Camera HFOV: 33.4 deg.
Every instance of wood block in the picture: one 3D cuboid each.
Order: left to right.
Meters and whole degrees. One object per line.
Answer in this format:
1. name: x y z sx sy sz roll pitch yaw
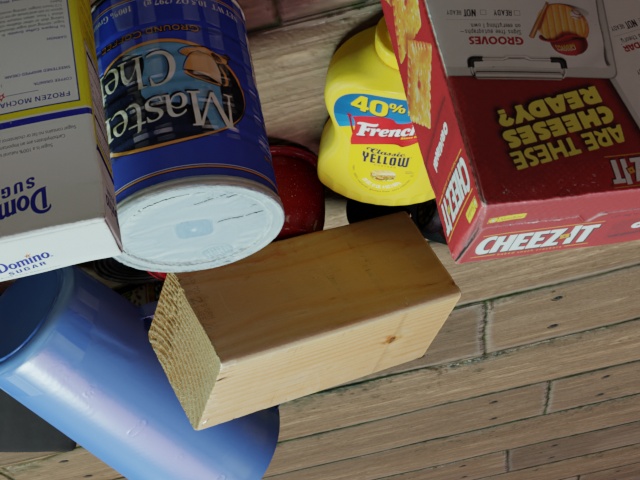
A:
1. wood block: -0.012 0.056 0.800 0.205 0.090 0.091 -13 146 -31

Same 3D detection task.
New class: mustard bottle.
1. mustard bottle: 0.050 -0.093 0.718 0.096 0.058 0.192 9 152 1

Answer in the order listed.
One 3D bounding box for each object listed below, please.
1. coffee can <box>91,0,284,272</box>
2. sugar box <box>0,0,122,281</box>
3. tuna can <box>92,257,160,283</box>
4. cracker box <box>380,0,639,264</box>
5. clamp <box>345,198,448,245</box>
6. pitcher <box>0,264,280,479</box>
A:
1. coffee can: -0.083 -0.066 0.623 0.102 0.140 0.103 -10 155 -5
2. sugar box: -0.159 -0.067 0.547 0.093 0.176 0.048 -12 155 -1
3. tuna can: -0.143 0.002 0.864 0.086 0.034 0.086 -10 155 -5
4. cracker box: 0.125 -0.103 0.551 0.164 0.214 0.072 -7 154 -10
5. clamp: 0.079 -0.018 0.914 0.120 0.039 0.171 -15 154 4
6. pitcher: -0.148 0.114 0.875 0.145 0.149 0.242 -10 139 42
